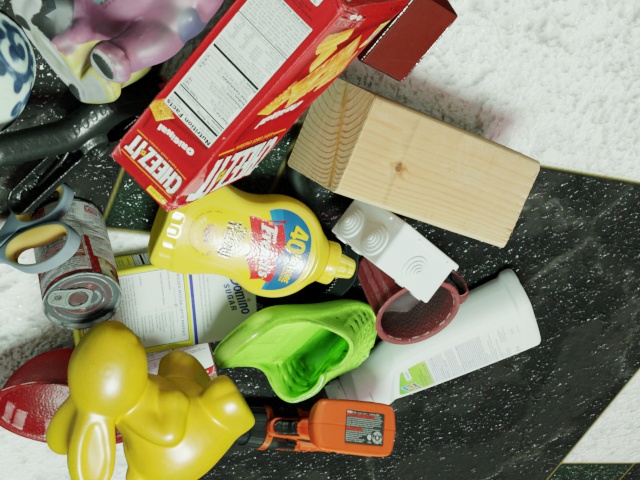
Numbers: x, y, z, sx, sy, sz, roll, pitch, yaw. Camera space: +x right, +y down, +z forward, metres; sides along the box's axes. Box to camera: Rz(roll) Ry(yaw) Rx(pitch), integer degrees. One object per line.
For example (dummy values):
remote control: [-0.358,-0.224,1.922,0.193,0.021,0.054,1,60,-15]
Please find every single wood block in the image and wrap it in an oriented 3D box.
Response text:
wood block: [0.089,-0.070,0.975,0.205,0.090,0.091,17,101,-35]

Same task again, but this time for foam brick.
foam brick: [0.066,-0.184,0.899,0.051,0.053,0.078,21,121,-38]

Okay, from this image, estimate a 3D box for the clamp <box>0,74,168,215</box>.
clamp: [-0.198,-0.080,0.880,0.171,0.039,0.120,-26,169,-21]

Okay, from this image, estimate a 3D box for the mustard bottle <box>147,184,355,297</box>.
mustard bottle: [-0.056,0.001,0.990,0.191,0.058,0.096,17,101,-19]

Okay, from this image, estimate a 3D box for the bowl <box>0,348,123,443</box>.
bowl: [-0.248,0.153,1.073,0.162,0.055,0.162,0,147,0]

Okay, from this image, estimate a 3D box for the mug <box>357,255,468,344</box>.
mug: [0.099,0.048,1.121,0.117,0.081,0.093,-4,134,-20]

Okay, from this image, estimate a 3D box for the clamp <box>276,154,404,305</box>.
clamp: [0.017,0.003,1.075,0.164,0.036,0.210,3,127,-25]

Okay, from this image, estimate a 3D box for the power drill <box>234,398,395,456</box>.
power drill: [-0.021,0.205,1.179,0.184,0.057,0.188,9,168,-30]

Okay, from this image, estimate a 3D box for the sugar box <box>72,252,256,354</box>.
sugar box: [-0.151,0.057,1.031,0.176,0.048,0.093,-9,112,-18]

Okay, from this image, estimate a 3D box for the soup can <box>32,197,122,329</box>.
soup can: [-0.217,0.019,0.940,0.068,0.102,0.068,-12,136,-12]

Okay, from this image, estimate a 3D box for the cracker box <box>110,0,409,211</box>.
cracker box: [-0.042,-0.128,0.827,0.214,0.072,0.164,-46,175,24]

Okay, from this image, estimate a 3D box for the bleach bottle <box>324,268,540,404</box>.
bleach bottle: [0.122,0.126,1.224,0.251,0.068,0.102,-24,137,3]

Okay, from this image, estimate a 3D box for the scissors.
scissors: [-0.290,-0.002,0.939,0.202,0.096,0.016,-6,150,28]
